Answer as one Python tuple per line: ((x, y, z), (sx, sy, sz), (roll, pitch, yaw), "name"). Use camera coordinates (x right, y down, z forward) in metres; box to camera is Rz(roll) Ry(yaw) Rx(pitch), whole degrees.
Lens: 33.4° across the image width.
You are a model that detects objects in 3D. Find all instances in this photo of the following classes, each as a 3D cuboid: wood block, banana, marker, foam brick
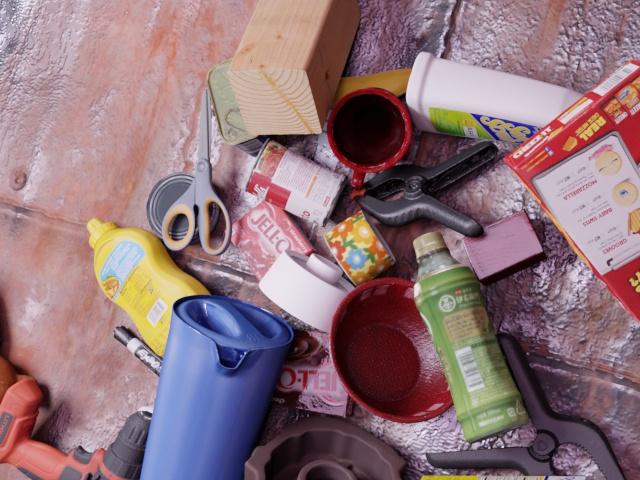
((-0.024, -0.221, 1.200), (0.090, 0.091, 0.206), (1, 47, 18), "wood block")
((0.017, -0.188, 1.261), (0.198, 0.037, 0.069), (15, 86, 19), "banana")
((-0.205, 0.143, 1.282), (0.121, 0.020, 0.020), (37, 93, 20), "marker")
((0.200, 0.009, 1.160), (0.078, 0.053, 0.051), (-26, 74, 10), "foam brick")

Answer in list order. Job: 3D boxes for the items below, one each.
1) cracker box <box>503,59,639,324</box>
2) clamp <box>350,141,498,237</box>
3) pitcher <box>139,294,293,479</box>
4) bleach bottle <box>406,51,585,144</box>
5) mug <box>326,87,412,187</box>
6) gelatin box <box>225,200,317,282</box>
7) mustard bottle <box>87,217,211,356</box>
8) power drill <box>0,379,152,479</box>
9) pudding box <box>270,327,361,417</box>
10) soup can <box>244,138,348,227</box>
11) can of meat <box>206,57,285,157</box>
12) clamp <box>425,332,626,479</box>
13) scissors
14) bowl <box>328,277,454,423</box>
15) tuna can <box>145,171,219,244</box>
((0.316, -0.050, 1.080), (0.164, 0.072, 0.213), (-39, 101, 8), "cracker box")
((0.119, -0.061, 1.194), (0.172, 0.039, 0.120), (6, 56, 32), "clamp")
((-0.123, 0.186, 1.175), (0.145, 0.148, 0.243), (27, 109, 34), "pitcher")
((0.225, -0.140, 1.152), (0.251, 0.102, 0.068), (12, 74, 18), "bleach bottle")
((0.055, -0.117, 1.199), (0.093, 0.081, 0.117), (11, 105, 3), "mug")
((-0.058, 0.001, 1.255), (0.073, 0.030, 0.089), (-38, 72, 8), "gelatin box")
((-0.217, 0.042, 1.281), (0.192, 0.058, 0.096), (45, 115, 20), "mustard bottle")
((-0.292, 0.242, 1.246), (0.188, 0.057, 0.184), (31, 104, 14), "power drill")
((-0.012, 0.147, 1.210), (0.114, 0.039, 0.090), (7, 84, 19), "pudding box")
((-0.027, -0.065, 1.224), (0.102, 0.068, 0.068), (25, 88, 1), "soup can")
((-0.086, -0.154, 1.262), (0.057, 0.084, 0.102), (-19, 75, 13), "can of meat")
((0.225, 0.221, 1.123), (0.210, 0.036, 0.164), (38, 95, 19), "clamp")
((-0.155, -0.074, 1.269), (0.096, 0.016, 0.202), (-17, 75, 14), "scissors")
((0.078, 0.124, 1.154), (0.162, 0.055, 0.162), (7, 66, -16), "bowl")
((-0.166, -0.038, 1.294), (0.086, 0.033, 0.086), (-3, 79, 17), "tuna can")
